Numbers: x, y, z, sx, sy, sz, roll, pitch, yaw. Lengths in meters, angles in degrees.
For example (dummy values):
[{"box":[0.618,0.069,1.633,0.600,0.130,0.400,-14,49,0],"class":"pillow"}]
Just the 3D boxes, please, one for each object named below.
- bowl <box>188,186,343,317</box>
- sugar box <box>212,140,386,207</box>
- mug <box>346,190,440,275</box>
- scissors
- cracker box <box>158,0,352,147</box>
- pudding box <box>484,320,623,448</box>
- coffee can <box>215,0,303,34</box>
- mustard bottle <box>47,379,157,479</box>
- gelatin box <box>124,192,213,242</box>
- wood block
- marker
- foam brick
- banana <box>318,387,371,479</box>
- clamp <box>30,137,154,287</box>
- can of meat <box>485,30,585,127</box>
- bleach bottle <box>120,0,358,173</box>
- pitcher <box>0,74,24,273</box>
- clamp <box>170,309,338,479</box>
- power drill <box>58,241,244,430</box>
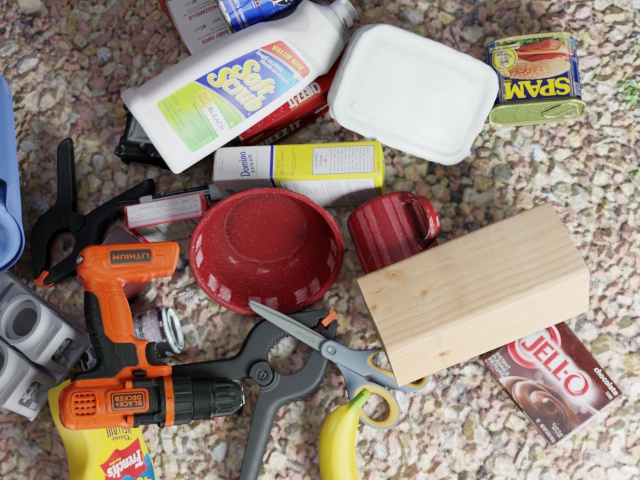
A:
[{"box":[-0.057,0.001,1.125,0.162,0.162,0.055,-14,33,5],"class":"bowl"},{"box":[-0.020,-0.069,1.142,0.176,0.093,0.048,1,71,8],"class":"sugar box"},{"box":[0.082,-0.004,1.105,0.093,0.117,0.081,-7,66,-32],"class":"mug"},{"box":[0.012,0.133,1.106,0.201,0.016,0.096,15,87,-3],"class":"scissors"},{"box":[-0.064,-0.227,1.199,0.164,0.072,0.214,-31,75,0],"class":"cracker box"},{"box":[0.234,0.140,1.081,0.090,0.039,0.113,-37,74,-2],"class":"pudding box"},{"box":[-0.051,-0.290,1.121,0.140,0.103,0.103,-27,74,0],"class":"coffee can"},{"box":[-0.215,0.235,1.100,0.058,0.096,0.191,-27,73,32],"class":"mustard bottle"},{"box":[-0.159,-0.024,1.163,0.089,0.073,0.030,-11,75,6],"class":"gelatin box"},{"box":[0.152,0.054,1.058,0.206,0.091,0.090,-22,58,0],"class":"wood block"},{"box":[-0.167,-0.045,1.183,0.121,0.020,0.020,-11,75,-8],"class":"marker"},{"box":[-0.220,0.033,1.171,0.053,0.051,0.078,37,84,16],"class":"foam brick"},{"box":[0.034,0.252,1.076,0.070,0.037,0.198,-18,79,43],"class":"banana"},{"box":[-0.263,-0.021,1.198,0.120,0.039,0.171,17,83,10],"class":"clamp"},{"box":[0.229,-0.174,1.150,0.102,0.057,0.084,-4,74,8],"class":"can of meat"},{"box":[-0.075,-0.178,1.104,0.251,0.068,0.102,-35,116,-4],"class":"bleach bottle"},{"box":[-0.396,-0.077,1.155,0.149,0.145,0.243,-10,48,-5],"class":"pitcher"},{"box":[-0.070,0.139,1.126,0.164,0.036,0.210,42,84,7],"class":"clamp"},{"box":[-0.174,0.096,1.083,0.184,0.057,0.187,-2,74,-16],"class":"power drill"}]
